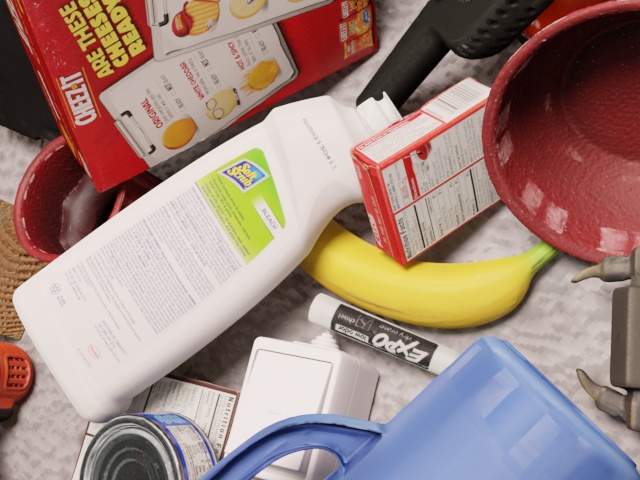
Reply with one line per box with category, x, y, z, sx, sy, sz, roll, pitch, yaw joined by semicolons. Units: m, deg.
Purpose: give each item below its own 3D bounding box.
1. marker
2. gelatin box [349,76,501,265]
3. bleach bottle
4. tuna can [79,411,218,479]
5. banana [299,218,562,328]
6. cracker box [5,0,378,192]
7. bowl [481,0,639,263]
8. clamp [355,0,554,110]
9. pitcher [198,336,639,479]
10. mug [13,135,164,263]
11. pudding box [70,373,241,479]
marker;0.050;0.061;0.618;0.121;0.020;0.020;22;83;21
gelatin box;0.065;-0.040;0.608;0.089;0.073;0.030;-32;42;-16
bleach bottle;-0.054;0.001;0.635;0.251;0.068;0.102;-33;87;7
tuna can;-0.101;0.143;0.621;0.086;0.033;0.086;-6;80;35
banana;0.043;0.014;0.645;0.198;0.037;0.069;13;56;30
cracker box;-0.073;-0.148;0.644;0.213;0.164;0.072;-29;55;-15
bowl;0.168;-0.063;0.556;0.162;0.162;0.055;-8;34;26
clamp;0.079;-0.138;0.609;0.210;0.036;0.164;-144;69;-69
pitcher;0.032;0.159;0.537;0.243;0.149;0.145;-46;45;3
mug;-0.139;-0.012;0.724;0.117;0.081;0.093;36;91;33
pudding box;-0.097;0.130;0.676;0.114;0.039;0.090;10;78;29
